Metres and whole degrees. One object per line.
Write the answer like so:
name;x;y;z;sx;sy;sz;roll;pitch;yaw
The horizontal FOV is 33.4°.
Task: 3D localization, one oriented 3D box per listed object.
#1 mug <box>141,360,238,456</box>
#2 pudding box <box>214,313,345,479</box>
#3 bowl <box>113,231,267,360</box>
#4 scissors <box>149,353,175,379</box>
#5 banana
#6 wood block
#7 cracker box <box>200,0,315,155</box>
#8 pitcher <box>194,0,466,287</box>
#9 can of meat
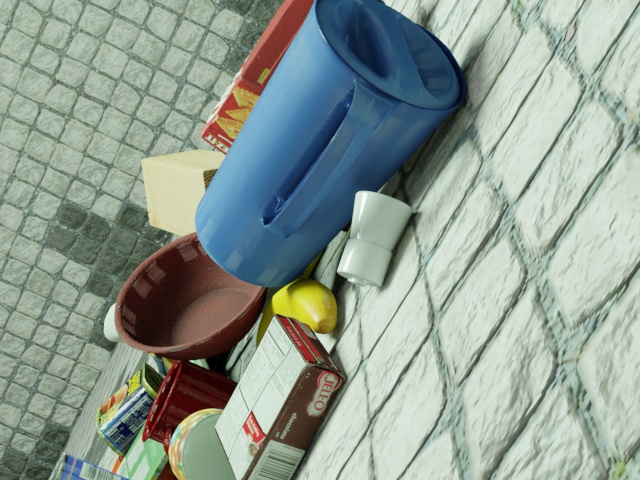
mug;-0.117;0.172;1.019;0.093;0.081;0.117;-59;12;26
pudding box;-0.033;0.124;0.805;0.113;0.039;0.090;-61;25;10
bowl;-0.111;0.060;1.010;0.162;0.055;0.162;-16;39;13
scissors;-0.181;0.167;1.318;0.016;0.096;0.202;-42;-37;-23
banana;-0.020;0.068;0.932;0.198;0.037;0.069;136;138;-64
wood block;-0.138;-0.056;1.309;0.206;0.090;0.091;15;114;61
cracker box;-0.041;-0.181;1.110;0.164;0.072;0.214;-58;10;-17
pitcher;-0.006;-0.067;0.848;0.243;0.148;0.145;-52;59;37
can of meat;-0.220;0.202;1.273;0.084;0.057;0.102;-43;12;-1
